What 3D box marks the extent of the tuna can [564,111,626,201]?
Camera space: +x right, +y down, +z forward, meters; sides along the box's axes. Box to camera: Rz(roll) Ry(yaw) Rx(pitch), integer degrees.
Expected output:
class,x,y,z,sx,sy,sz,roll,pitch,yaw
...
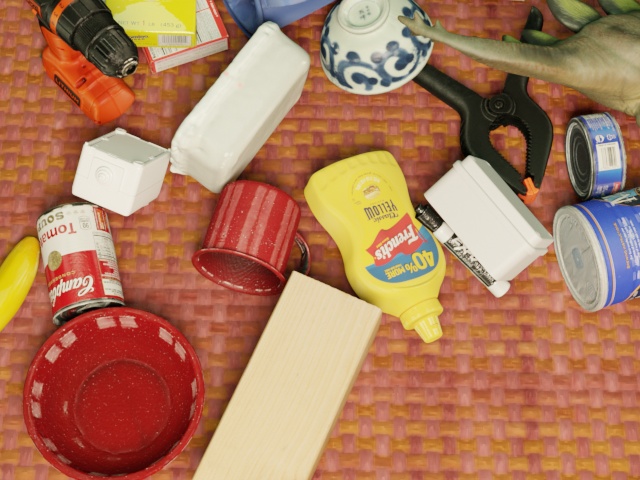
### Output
class,x,y,z,sx,sy,sz,roll,pitch,yaw
tuna can,0.269,-0.082,1.049,0.033,0.086,0.086,-8,70,-4

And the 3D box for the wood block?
class,x,y,z,sx,sy,sz,roll,pitch,yaw
wood block,-0.027,0.146,0.956,0.091,0.090,0.206,23,71,7

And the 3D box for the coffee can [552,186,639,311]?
class,x,y,z,sx,sy,sz,roll,pitch,yaw
coffee can,0.306,0.000,1.011,0.140,0.103,0.103,-15,71,-7

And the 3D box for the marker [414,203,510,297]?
class,x,y,z,sx,sy,sz,roll,pitch,yaw
marker,0.134,0.008,1.022,0.121,0.020,0.020,43,73,-12

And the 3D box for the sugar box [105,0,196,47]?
class,x,y,z,sx,sy,sz,roll,pitch,yaw
sugar box,-0.171,-0.286,1.091,0.093,0.048,0.176,1,79,-8

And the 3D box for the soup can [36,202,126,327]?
class,x,y,z,sx,sy,sz,roll,pitch,yaw
soup can,-0.227,0.023,1.007,0.068,0.068,0.102,-13,71,-6

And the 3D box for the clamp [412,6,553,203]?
class,x,y,z,sx,sy,sz,roll,pitch,yaw
clamp,0.188,-0.140,1.092,0.164,0.036,0.210,-24,71,-3

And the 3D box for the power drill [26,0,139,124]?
class,x,y,z,sx,sy,sz,roll,pitch,yaw
power drill,-0.228,-0.188,1.023,0.057,0.188,0.184,-38,73,-16

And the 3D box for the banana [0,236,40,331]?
class,x,y,z,sx,sy,sz,roll,pitch,yaw
banana,-0.335,0.074,1.002,0.197,0.037,0.070,-37,76,-14

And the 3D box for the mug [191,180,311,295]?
class,x,y,z,sx,sy,sz,roll,pitch,yaw
mug,-0.057,0.001,1.016,0.117,0.093,0.081,28,63,-24

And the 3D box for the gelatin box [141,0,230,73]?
class,x,y,z,sx,sy,sz,roll,pitch,yaw
gelatin box,-0.149,-0.224,1.121,0.089,0.030,0.073,-21,73,-9

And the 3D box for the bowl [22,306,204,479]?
class,x,y,z,sx,sy,sz,roll,pitch,yaw
bowl,-0.184,0.145,0.970,0.162,0.055,0.162,0,70,-1

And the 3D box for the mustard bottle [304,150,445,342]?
class,x,y,z,sx,sy,sz,roll,pitch,yaw
mustard bottle,0.065,0.010,1.024,0.096,0.058,0.192,-18,71,-25
